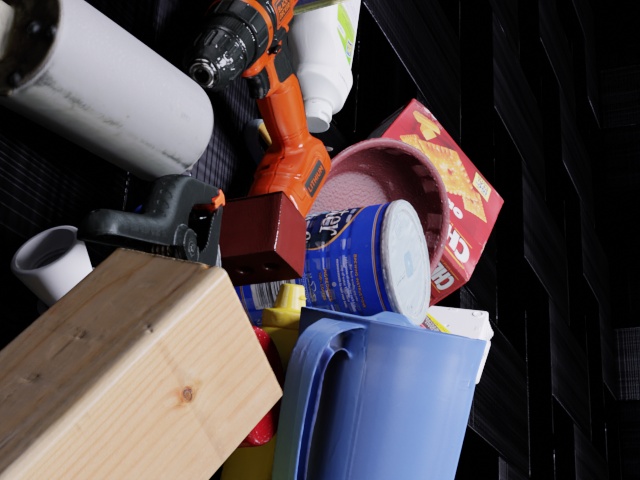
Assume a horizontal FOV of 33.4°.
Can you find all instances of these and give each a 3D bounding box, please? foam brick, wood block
[{"bbox_3d":[-0.055,0.001,0.816,0.053,0.078,0.051,49,39,-53],"label":"foam brick"},{"bbox_3d":[-0.124,0.105,0.515,0.205,0.090,0.091,-45,127,-34],"label":"wood block"}]

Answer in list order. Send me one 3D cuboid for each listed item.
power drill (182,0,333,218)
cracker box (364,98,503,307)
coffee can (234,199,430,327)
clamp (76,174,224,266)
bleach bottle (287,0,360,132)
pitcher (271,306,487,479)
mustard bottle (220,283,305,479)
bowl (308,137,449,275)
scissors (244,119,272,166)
[{"bbox_3d":[-0.045,-0.107,0.830,0.184,0.057,0.187,-63,149,-51],"label":"power drill"},{"bbox_3d":[0.107,-0.047,1.144,0.164,0.072,0.213,49,29,-6],"label":"cracker box"},{"bbox_3d":[0.008,0.026,0.878,0.102,0.140,0.103,-7,90,-67],"label":"coffee can"},{"bbox_3d":[-0.100,0.001,0.661,0.171,0.039,0.120,-77,161,-54],"label":"clamp"},{"bbox_3d":[0.001,-0.223,1.033,0.102,0.068,0.251,48,42,-56],"label":"bleach bottle"},{"bbox_3d":[0.024,0.168,0.738,0.145,0.149,0.243,174,-73,-78],"label":"pitcher"},{"bbox_3d":[-0.033,0.128,0.811,0.096,0.058,0.191,13,83,-60],"label":"mustard bottle"},{"bbox_3d":[0.040,-0.017,0.997,0.161,0.055,0.162,-6,102,-28],"label":"bowl"},{"bbox_3d":[-0.019,-0.073,1.004,0.201,0.016,0.096,42,46,-58],"label":"scissors"}]
